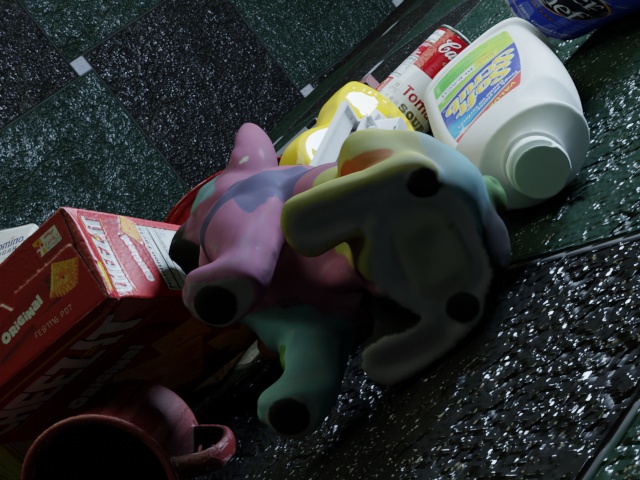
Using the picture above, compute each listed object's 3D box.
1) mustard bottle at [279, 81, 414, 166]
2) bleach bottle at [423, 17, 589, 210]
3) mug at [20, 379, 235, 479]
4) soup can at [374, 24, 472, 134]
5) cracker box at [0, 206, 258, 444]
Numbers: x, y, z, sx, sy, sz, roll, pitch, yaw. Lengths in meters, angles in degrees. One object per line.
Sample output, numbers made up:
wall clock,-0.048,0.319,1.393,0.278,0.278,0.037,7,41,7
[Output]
mustard bottle,0.016,-0.054,0.883,0.058,0.096,0.191,-35,12,39
bleach bottle,0.120,-0.076,0.652,0.103,0.068,0.251,-39,12,12
mug,-0.106,0.129,0.630,0.117,0.093,0.081,-15,10,11
soup can,0.105,-0.151,1.041,0.102,0.068,0.068,-44,9,-3
cracker box,-0.139,0.063,0.699,0.164,0.072,0.213,-40,-20,18
